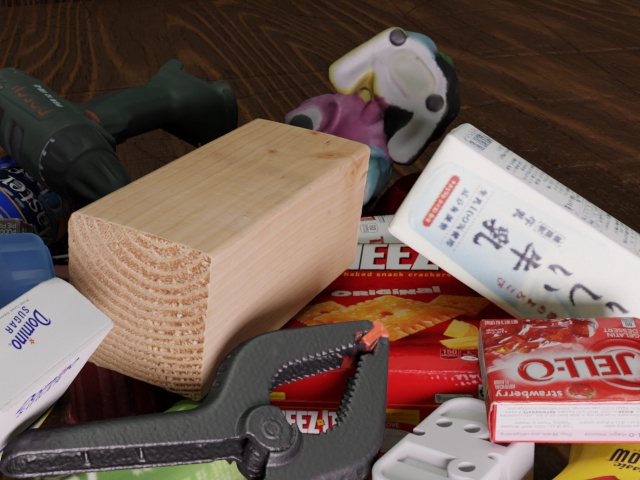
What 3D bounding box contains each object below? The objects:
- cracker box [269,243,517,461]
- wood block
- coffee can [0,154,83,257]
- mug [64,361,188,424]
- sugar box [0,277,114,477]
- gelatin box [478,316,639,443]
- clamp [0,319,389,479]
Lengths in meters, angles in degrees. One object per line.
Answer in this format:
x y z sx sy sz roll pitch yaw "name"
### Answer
0.049 0.065 0.709 0.164 0.072 0.213 0 21 7 "cracker box"
-0.055 0.000 0.651 0.090 0.091 0.205 16 27 21 "wood block"
-0.272 -0.015 0.919 0.103 0.103 0.140 3 22 15 "coffee can"
-0.122 0.077 0.687 0.093 0.081 0.117 -8 22 -13 "mug"
-0.179 0.100 0.528 0.048 0.176 0.093 40 30 4 "sugar box"
0.130 0.071 0.557 0.089 0.030 0.073 -1 31 4 "gelatin box"
-0.025 0.112 0.527 0.209 0.036 0.165 -30 69 -38 "clamp"
